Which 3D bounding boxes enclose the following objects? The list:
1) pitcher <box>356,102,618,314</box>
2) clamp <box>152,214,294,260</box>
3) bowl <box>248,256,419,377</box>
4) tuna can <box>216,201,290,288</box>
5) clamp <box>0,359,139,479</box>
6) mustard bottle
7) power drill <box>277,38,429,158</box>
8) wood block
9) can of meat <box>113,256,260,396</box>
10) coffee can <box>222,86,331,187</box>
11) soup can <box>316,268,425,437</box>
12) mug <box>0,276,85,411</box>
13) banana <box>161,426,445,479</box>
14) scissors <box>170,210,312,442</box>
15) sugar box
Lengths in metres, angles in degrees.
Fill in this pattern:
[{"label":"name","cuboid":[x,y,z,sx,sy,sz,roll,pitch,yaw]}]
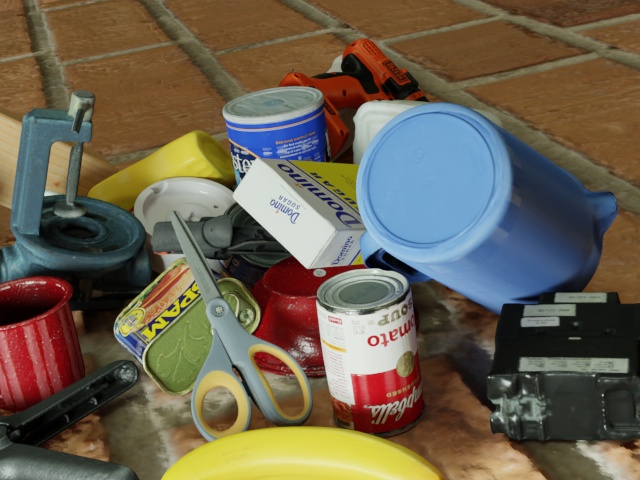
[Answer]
[{"label":"pitcher","cuboid":[0.111,-0.016,0.791,0.145,0.149,0.242,31,5,27]},{"label":"clamp","cuboid":[-0.093,-0.003,0.904,0.172,0.039,0.120,-3,-13,35]},{"label":"bowl","cuboid":[0.000,0.051,0.898,0.162,0.055,0.162,-7,24,3]},{"label":"tuna can","cuboid":[-0.057,0.001,1.000,0.086,0.034,0.086,13,50,-16]},{"label":"clamp","cuboid":[-0.222,0.155,0.757,0.209,0.036,0.165,-16,23,-11]},{"label":"mustard bottle","cuboid":[-0.188,-0.047,1.135,0.192,0.058,0.096,-26,-19,14]},{"label":"power drill","cuboid":[0.050,-0.145,1.216,0.187,0.057,0.184,-23,66,-46]},{"label":"wood block","cuboid":[-0.339,-0.091,1.159,0.205,0.090,0.091,26,3,-32]},{"label":"can of meat","cuboid":[-0.112,0.066,0.870,0.102,0.057,0.084,-44,31,-13]},{"label":"coffee can","cuboid":[-0.038,-0.076,1.096,0.103,0.140,0.103,-7,23,3]},{"label":"soup can","cuboid":[0.036,0.079,0.759,0.068,0.102,0.068,-7,23,3]},{"label":"mug","cuboid":[-0.245,0.090,0.860,0.093,0.081,0.117,6,27,31]},{"label":"banana","cuboid":[-0.019,0.152,0.701,0.198,0.037,0.069,-8,41,5]},{"label":"scissors","cuboid":[-0.087,0.071,0.801,0.096,0.016,0.202,-36,68,-18]},{"label":"sugar box","cuboid":[0.016,-0.024,0.881,0.093,0.048,0.176,43,20,22]}]
